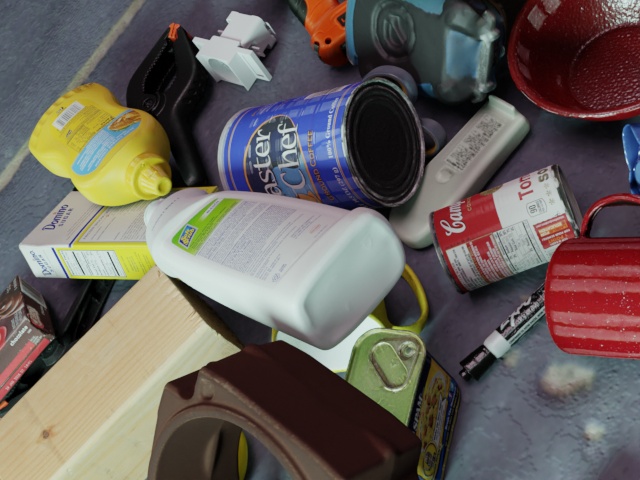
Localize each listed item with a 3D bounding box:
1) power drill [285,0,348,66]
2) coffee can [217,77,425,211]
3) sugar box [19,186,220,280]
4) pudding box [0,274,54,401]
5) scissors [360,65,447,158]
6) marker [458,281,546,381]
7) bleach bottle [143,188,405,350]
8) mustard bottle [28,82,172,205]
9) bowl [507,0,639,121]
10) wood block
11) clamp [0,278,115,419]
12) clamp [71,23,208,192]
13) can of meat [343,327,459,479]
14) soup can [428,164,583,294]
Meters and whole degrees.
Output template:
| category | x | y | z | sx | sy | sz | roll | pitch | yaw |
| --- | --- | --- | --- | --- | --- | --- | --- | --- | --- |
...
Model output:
| category | x | y | z | sx | sy | sz | roll | pitch | yaw |
| --- | --- | --- | --- | --- | --- | --- | --- | --- | --- |
| power drill | 0.009 | -0.272 | 0.998 | 0.184 | 0.057 | 0.188 | -37 | 73 | 6 |
| coffee can | 0.000 | -0.070 | 0.878 | 0.141 | 0.102 | 0.102 | -7 | 59 | 41 |
| sugar box | -0.180 | -0.006 | 0.982 | 0.176 | 0.048 | 0.093 | -2 | 36 | 32 |
| pudding box | -0.290 | 0.092 | 0.982 | 0.090 | 0.039 | 0.114 | -49 | 24 | 2 |
| scissors | 0.017 | -0.115 | 0.926 | 0.202 | 0.096 | 0.016 | 15 | 46 | 33 |
| marker | 0.148 | 0.059 | 0.786 | 0.121 | 0.020 | 0.020 | -44 | 50 | 1 |
| bleach bottle | -0.055 | 0.001 | 0.811 | 0.102 | 0.068 | 0.251 | -48 | 37 | -18 |
| mustard bottle | -0.193 | -0.082 | 0.993 | 0.096 | 0.058 | 0.192 | -46 | 43 | -12 |
| bowl | 0.232 | -0.150 | 0.837 | 0.162 | 0.055 | 0.162 | -15 | 56 | 23 |
| wood block | -0.165 | 0.133 | 0.881 | 0.206 | 0.090 | 0.091 | -45 | 51 | 0 |
| clamp | -0.224 | 0.105 | 0.960 | 0.171 | 0.039 | 0.120 | -54 | 32 | -4 |
| clamp | -0.171 | -0.122 | 1.069 | 0.165 | 0.036 | 0.210 | -11 | 59 | 28 |
| can of meat | 0.056 | 0.125 | 0.759 | 0.058 | 0.083 | 0.102 | 3 | 64 | 31 |
| soup can | 0.141 | -0.008 | 0.798 | 0.102 | 0.068 | 0.068 | -22 | 54 | 19 |
